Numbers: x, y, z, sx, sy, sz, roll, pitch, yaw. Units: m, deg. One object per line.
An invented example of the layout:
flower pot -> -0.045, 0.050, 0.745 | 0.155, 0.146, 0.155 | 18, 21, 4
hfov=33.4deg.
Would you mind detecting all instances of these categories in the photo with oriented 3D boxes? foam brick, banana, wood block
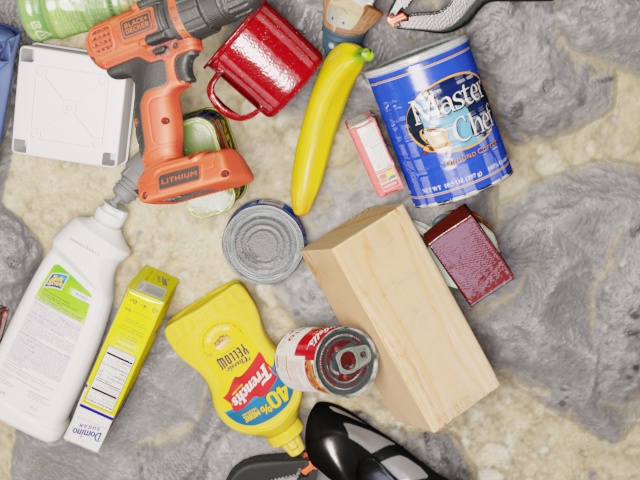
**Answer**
foam brick -> 0.141, 0.014, 1.019 | 0.051, 0.053, 0.078 | -34, 99, 9
banana -> 0.004, -0.118, 1.039 | 0.037, 0.069, 0.198 | 15, 126, -9
wood block -> 0.079, 0.075, 1.058 | 0.090, 0.091, 0.206 | -32, 100, -18

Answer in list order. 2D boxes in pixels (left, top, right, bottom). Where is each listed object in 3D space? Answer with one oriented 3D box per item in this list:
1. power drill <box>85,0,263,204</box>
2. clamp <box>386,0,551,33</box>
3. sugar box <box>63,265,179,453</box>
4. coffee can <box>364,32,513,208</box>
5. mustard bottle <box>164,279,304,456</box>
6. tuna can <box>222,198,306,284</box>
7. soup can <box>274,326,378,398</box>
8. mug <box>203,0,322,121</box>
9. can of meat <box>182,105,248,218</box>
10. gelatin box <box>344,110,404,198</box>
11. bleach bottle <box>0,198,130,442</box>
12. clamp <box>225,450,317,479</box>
power drill -> -0.117, -0.135, 0.961 | 0.185, 0.057, 0.187 | -15, 83, 26
clamp -> 0.147, -0.245, 1.024 | 0.172, 0.039, 0.120 | -37, 94, 16
sugar box -> -0.202, 0.120, 1.093 | 0.048, 0.093, 0.176 | 22, 103, -2
coffee can -> 0.114, -0.114, 1.021 | 0.103, 0.103, 0.140 | -20, 101, 7
mustard bottle -> -0.074, 0.143, 1.109 | 0.096, 0.058, 0.191 | -32, 100, -2
tuna can -> -0.057, 0.001, 1.090 | 0.086, 0.033, 0.086 | 1, 102, 3
soup can -> 0.004, 0.119, 1.053 | 0.068, 0.102, 0.068 | 2, 85, -25
mug -> -0.059, -0.164, 1.020 | 0.081, 0.093, 0.117 | 41, 70, -11
can of meat -> -0.113, -0.077, 1.050 | 0.057, 0.084, 0.102 | -16, 101, 6
gelatin box -> 0.052, -0.085, 1.037 | 0.030, 0.089, 0.073 | -23, 101, 4
bleach bottle -> -0.259, 0.077, 1.103 | 0.102, 0.068, 0.251 | 28, 100, -4
clamp -> -0.091, 0.289, 1.153 | 0.164, 0.036, 0.210 | 42, 105, -7
